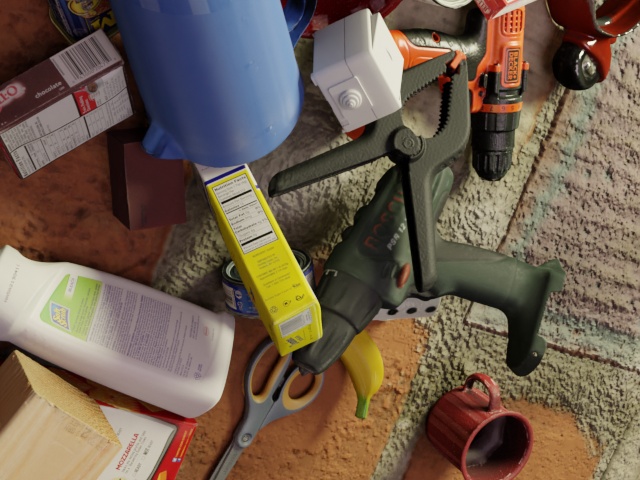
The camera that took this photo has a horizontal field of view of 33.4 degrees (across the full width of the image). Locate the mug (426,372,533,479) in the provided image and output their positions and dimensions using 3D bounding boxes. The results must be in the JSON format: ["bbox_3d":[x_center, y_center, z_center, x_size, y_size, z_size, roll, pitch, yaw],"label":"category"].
[{"bbox_3d":[0.168,0.198,1.149,0.093,0.082,0.117,-9,112,-26],"label":"mug"}]

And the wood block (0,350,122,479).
[{"bbox_3d":[-0.261,0.202,0.829,0.090,0.091,0.206,40,87,-30],"label":"wood block"}]

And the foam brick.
[{"bbox_3d":[-0.147,-0.054,0.903,0.052,0.051,0.078,-9,112,-25],"label":"foam brick"}]

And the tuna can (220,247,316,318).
[{"bbox_3d":[-0.047,0.037,0.971,0.086,0.086,0.034,-17,114,-22],"label":"tuna can"}]

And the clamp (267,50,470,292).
[{"bbox_3d":[0.077,-0.070,0.926,0.164,0.036,0.210,39,75,-5],"label":"clamp"}]

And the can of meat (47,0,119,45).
[{"bbox_3d":[-0.164,-0.206,0.809,0.102,0.057,0.084,-37,165,-12],"label":"can of meat"}]

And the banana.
[{"bbox_3d":[0.007,0.097,1.044,0.197,0.037,0.069,46,61,-30],"label":"banana"}]

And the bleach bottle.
[{"bbox_3d":[-0.195,0.063,0.906,0.250,0.068,0.102,28,49,-27],"label":"bleach bottle"}]

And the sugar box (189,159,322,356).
[{"bbox_3d":[-0.056,0.001,0.890,0.048,0.176,0.093,-27,159,-9],"label":"sugar box"}]

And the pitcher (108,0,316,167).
[{"bbox_3d":[-0.080,-0.169,0.780,0.145,0.243,0.149,-1,69,3],"label":"pitcher"}]

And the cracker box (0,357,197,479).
[{"bbox_3d":[-0.238,0.200,0.937,0.213,0.072,0.164,18,98,-31],"label":"cracker box"}]

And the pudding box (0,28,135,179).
[{"bbox_3d":[-0.204,-0.104,0.833,0.113,0.090,0.039,-32,76,-14],"label":"pudding box"}]

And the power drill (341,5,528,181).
[{"bbox_3d":[0.112,-0.139,1.010,0.187,0.057,0.184,-9,108,-28],"label":"power drill"}]

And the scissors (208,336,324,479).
[{"bbox_3d":[-0.058,0.190,1.063,0.096,0.016,0.202,12,102,-31],"label":"scissors"}]
